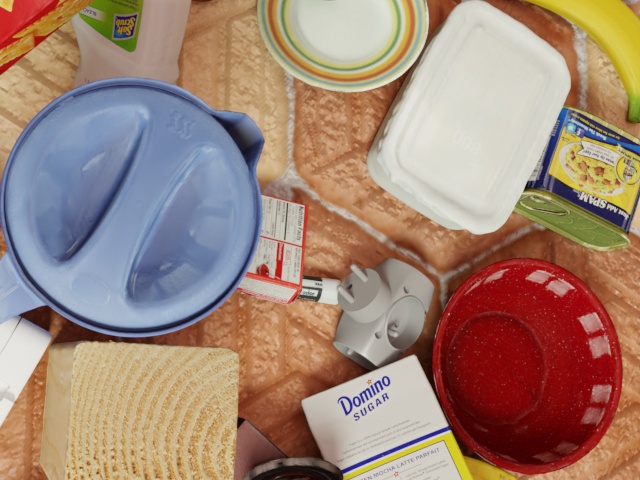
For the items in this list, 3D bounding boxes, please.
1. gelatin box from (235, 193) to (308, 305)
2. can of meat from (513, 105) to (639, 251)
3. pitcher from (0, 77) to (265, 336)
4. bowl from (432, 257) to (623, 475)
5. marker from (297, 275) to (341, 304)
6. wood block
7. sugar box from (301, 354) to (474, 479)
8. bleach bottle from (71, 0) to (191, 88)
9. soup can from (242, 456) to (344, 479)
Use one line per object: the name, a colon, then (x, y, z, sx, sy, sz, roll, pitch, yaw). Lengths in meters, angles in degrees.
gelatin box: (-0.055, 0.001, 0.769, 0.089, 0.030, 0.073, 14, 56, -16)
can of meat: (0.209, -0.051, 0.854, 0.102, 0.058, 0.084, 25, 76, -14)
pitcher: (-0.135, -0.002, 0.645, 0.149, 0.243, 0.145, 10, 82, -16)
bowl: (0.148, 0.096, 0.818, 0.162, 0.055, 0.162, 3, 80, -19)
marker: (-0.044, 0.030, 0.788, 0.121, 0.020, 0.020, 9, 82, -16)
wood block: (-0.118, 0.108, 0.659, 0.090, 0.206, 0.090, 5, 83, -17)
sugar box: (0.060, 0.175, 0.739, 0.093, 0.048, 0.176, -21, 55, -2)
bleach bottle: (-0.131, -0.185, 0.713, 0.068, 0.103, 0.251, -28, 137, -54)
soup can: (-0.015, 0.205, 0.708, 0.068, 0.069, 0.102, -9, 105, -18)
